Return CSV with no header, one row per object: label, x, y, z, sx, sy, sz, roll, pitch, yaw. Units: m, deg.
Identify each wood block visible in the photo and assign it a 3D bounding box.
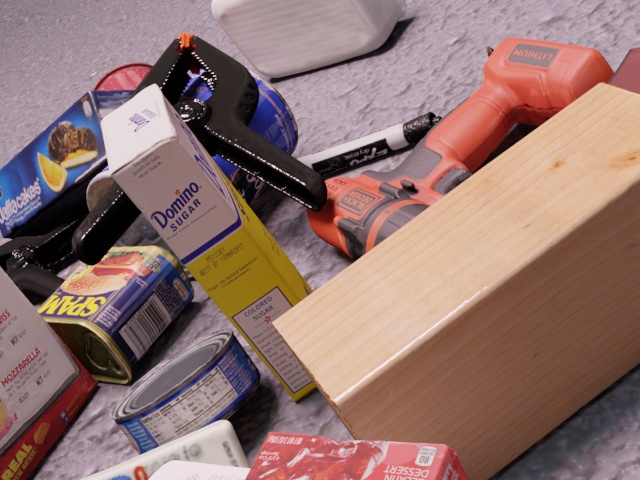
wood block,0.093,0.025,0.511,0.206,0.090,0.090,-36,28,-5

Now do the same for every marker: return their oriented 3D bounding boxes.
marker,0.035,-0.069,0.790,0.121,0.020,0.020,-17,32,27

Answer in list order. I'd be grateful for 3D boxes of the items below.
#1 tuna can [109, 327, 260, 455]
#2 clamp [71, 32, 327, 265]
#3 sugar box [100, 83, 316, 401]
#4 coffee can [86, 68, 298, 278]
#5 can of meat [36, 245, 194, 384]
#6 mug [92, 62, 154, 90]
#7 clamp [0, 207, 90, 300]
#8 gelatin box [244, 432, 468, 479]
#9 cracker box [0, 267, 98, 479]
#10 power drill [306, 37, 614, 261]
tuna can,-0.078,0.089,0.620,0.086,0.034,0.086,-33,10,6
clamp,-0.076,-0.074,0.728,0.164,0.036,0.210,-8,45,8
sugar box,-0.054,0.001,0.608,0.048,0.176,0.093,-33,28,1
coffee can,-0.095,-0.054,0.813,0.103,0.102,0.140,-3,40,43
can of meat,-0.149,0.050,0.756,0.102,0.057,0.083,-1,39,44
mug,-0.149,-0.108,0.981,0.117,0.093,0.082,-3,25,-23
clamp,-0.241,0.015,0.920,0.172,0.039,0.120,-7,38,33
gelatin box,0.005,0.112,0.405,0.089,0.030,0.073,-3,42,36
cracker box,-0.260,0.077,0.661,0.072,0.213,0.164,-5,39,40
power drill,0.095,-0.045,0.652,0.187,0.057,0.185,-40,29,-12
